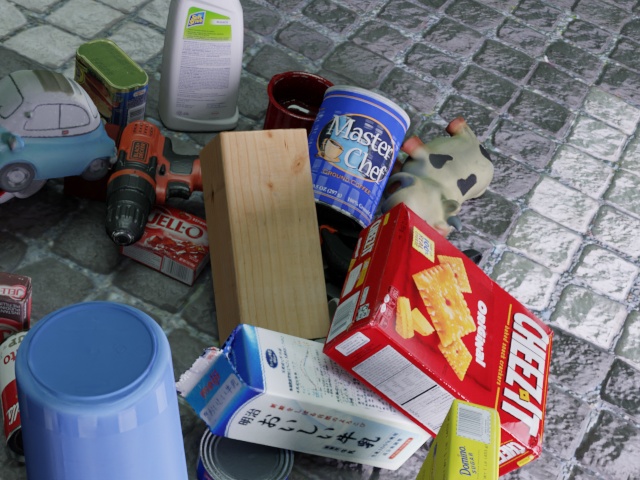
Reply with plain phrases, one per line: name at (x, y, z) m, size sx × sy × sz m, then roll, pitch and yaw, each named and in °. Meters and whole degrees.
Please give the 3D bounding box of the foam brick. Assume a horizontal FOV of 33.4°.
foam brick at (-0.254, -0.090, 1.190) m, size 0.051 × 0.053 × 0.078 m, roll 10°, pitch 43°, yaw -7°

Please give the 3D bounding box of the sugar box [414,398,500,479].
sugar box at (0.101, 0.222, 0.891) m, size 0.048 × 0.176 × 0.093 m, roll 16°, pitch 43°, yaw -3°

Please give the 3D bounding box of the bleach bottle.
bleach bottle at (-0.128, -0.241, 1.236) m, size 0.102 × 0.251 × 0.068 m, roll -3°, pitch 47°, yaw -20°

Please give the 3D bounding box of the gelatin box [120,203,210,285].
gelatin box at (-0.159, 0.000, 1.144) m, size 0.089 × 0.030 × 0.073 m, roll 24°, pitch 43°, yaw 7°

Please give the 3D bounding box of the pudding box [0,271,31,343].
pudding box at (-0.326, 0.066, 0.985) m, size 0.113 × 0.090 × 0.039 m, roll 11°, pitch 42°, yaw -5°

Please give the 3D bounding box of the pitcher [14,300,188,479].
pitcher at (-0.166, 0.157, 0.828) m, size 0.149 × 0.243 × 0.144 m, roll 33°, pitch 49°, yaw 28°

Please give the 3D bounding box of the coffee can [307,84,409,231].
coffee can at (0.029, -0.088, 1.193) m, size 0.103 × 0.103 × 0.140 m, roll 21°, pitch 76°, yaw 4°

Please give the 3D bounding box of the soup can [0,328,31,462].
soup can at (-0.251, 0.137, 0.951) m, size 0.068 × 0.069 × 0.102 m, roll -4°, pitch 47°, yaw -21°

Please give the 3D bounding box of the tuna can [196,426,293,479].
tuna can at (-0.069, 0.200, 0.966) m, size 0.086 × 0.034 × 0.086 m, roll 8°, pitch 44°, yaw -8°

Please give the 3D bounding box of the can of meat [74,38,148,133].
can of meat at (-0.248, -0.176, 1.256) m, size 0.057 × 0.084 × 0.102 m, roll -27°, pitch 58°, yaw -36°

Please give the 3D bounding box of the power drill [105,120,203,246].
power drill at (-0.133, -0.051, 1.141) m, size 0.187 × 0.057 × 0.184 m, roll 11°, pitch 42°, yaw -11°

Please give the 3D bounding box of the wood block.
wood block at (-0.057, 0.001, 1.055) m, size 0.090 × 0.091 × 0.206 m, roll -5°, pitch 83°, yaw -21°

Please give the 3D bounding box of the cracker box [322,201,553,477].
cracker box at (0.117, 0.091, 0.985) m, size 0.213 × 0.072 × 0.164 m, roll 39°, pitch 41°, yaw -17°

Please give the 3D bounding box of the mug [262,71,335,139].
mug at (-0.032, -0.153, 1.298) m, size 0.093 × 0.082 × 0.117 m, roll -17°, pitch 53°, yaw -30°

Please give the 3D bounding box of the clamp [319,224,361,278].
clamp at (0.073, 0.028, 1.125) m, size 0.120 × 0.039 × 0.172 m, roll -9°, pitch 36°, yaw -44°
